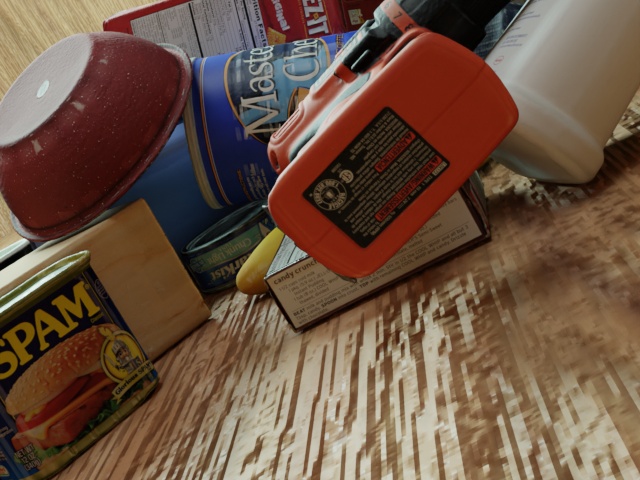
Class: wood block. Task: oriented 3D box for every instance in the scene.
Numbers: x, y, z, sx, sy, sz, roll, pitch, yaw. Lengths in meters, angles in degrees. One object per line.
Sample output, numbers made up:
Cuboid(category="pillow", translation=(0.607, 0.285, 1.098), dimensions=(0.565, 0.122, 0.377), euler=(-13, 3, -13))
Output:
Cuboid(category="wood block", translation=(-0.180, 0.068, 0.636), dimensions=(0.205, 0.090, 0.091), euler=(-37, 14, -34))

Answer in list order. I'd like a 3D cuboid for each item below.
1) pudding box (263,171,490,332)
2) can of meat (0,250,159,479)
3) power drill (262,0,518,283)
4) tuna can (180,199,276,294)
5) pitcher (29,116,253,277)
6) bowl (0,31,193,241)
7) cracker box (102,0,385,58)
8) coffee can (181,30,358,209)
Cuboid(category="pudding box", translation=(0.030, -0.005, 0.557), dimensions=(0.114, 0.039, 0.090), euler=(-30, 14, 15))
Cuboid(category="can of meat", translation=(-0.146, 0.068, 0.565), dimensions=(0.101, 0.084, 0.058), euler=(-39, 14, -37))
Cuboid(category="power drill", translation=(0.041, -0.072, 0.493), dimensions=(0.185, 0.057, 0.187), euler=(-48, 11, 18))
Cuboid(category="tuna can", translation=(-0.055, 0.001, 0.753), dimensions=(0.086, 0.034, 0.086), euler=(-29, 11, 6))
Cuboid(category="pitcher", translation=(-0.103, -0.048, 0.834), dimensions=(0.242, 0.145, 0.149), euler=(-33, 17, -29))
Cuboid(category="bowl", translation=(-0.159, -0.080, 0.682), dimensions=(0.162, 0.055, 0.162), euler=(-27, 41, 25))
Cuboid(category="cracker box", translation=(-0.038, -0.176, 0.838), dimensions=(0.214, 0.072, 0.163), euler=(-9, 10, 33))
Cuboid(category="coffee can", translation=(-0.012, -0.082, 0.713), dimensions=(0.140, 0.103, 0.102), euler=(-9, 14, 6))
